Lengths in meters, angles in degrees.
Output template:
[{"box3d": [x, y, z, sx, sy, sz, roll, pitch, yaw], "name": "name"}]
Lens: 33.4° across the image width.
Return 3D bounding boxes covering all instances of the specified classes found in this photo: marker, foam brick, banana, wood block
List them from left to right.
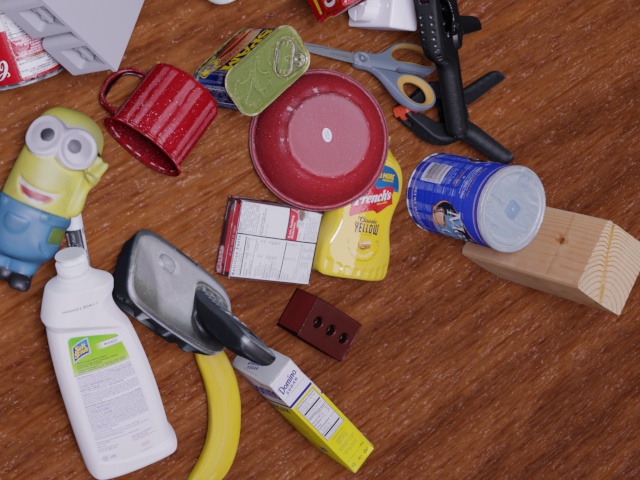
[{"box3d": [-0.246, 0.030, 1.100, 0.020, 0.020, 0.121, -17, 109, -29], "name": "marker"}, {"box3d": [-0.121, 0.200, 1.207, 0.069, 0.037, 0.198, 3, 99, -35], "name": "banana"}, {"box3d": [-0.001, 0.100, 1.255, 0.078, 0.051, 0.053, 34, 82, -34], "name": "foam brick"}, {"box3d": [0.287, 0.014, 1.331, 0.090, 0.206, 0.091, 30, 84, -34], "name": "wood block"}]

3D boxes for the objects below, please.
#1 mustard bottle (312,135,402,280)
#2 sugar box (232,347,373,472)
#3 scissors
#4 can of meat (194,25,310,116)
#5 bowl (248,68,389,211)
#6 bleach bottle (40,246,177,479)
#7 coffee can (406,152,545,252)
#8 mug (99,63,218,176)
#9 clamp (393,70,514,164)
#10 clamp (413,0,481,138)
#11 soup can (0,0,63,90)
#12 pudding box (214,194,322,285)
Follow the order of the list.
[{"box3d": [0.048, -0.052, 1.251, 0.096, 0.058, 0.192, 8, 96, -29], "name": "mustard bottle"}, {"box3d": [-0.020, 0.192, 1.238, 0.048, 0.093, 0.176, -52, 121, -14], "name": "sugar box"}, {"box3d": [0.058, -0.191, 1.231, 0.201, 0.016, 0.096, -8, 74, -32], "name": "scissors"}, {"box3d": [-0.075, -0.181, 1.126, 0.102, 0.084, 0.057, -45, 120, -17], "name": "can of meat"}, {"box3d": [0.004, -0.113, 1.175, 0.162, 0.055, 0.162, 0, 90, -11], "name": "bowl"}, {"box3d": [-0.218, 0.119, 1.082, 0.102, 0.068, 0.251, -20, 121, -22], "name": "bleach bottle"}, {"box3d": [0.186, -0.048, 1.291, 0.102, 0.141, 0.103, -8, 104, -32], "name": "coffee can"}, {"box3d": [-0.168, -0.131, 1.083, 0.117, 0.093, 0.081, 33, 74, 3], "name": "mug"}, {"box3d": [0.170, -0.145, 1.311, 0.171, 0.039, 0.120, -10, 80, -28], "name": "clamp"}, {"box3d": [0.146, -0.239, 1.221, 0.210, 0.036, 0.164, 56, 40, -53], "name": "clamp"}, {"box3d": [-0.288, -0.199, 0.992, 0.068, 0.069, 0.102, -26, 113, -26], "name": "soup can"}, {"box3d": [-0.058, 0.001, 1.205, 0.113, 0.039, 0.090, 8, 96, -32], "name": "pudding box"}]
